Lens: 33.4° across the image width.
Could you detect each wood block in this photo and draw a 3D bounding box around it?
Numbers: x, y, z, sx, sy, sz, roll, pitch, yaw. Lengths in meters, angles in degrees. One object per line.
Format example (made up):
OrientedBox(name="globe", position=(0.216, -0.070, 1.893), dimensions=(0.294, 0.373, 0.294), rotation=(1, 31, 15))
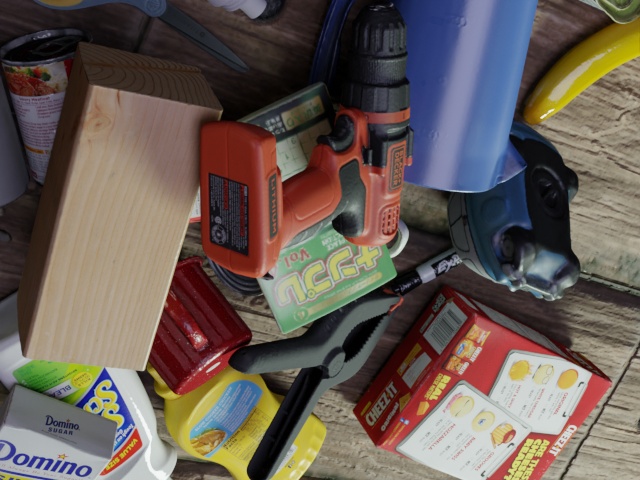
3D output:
OrientedBox(name="wood block", position=(-0.147, -0.021, 0.751), dimensions=(0.090, 0.090, 0.206), rotation=(9, 114, -23))

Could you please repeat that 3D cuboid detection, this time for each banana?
OrientedBox(name="banana", position=(0.270, -0.165, 0.969), dimensions=(0.197, 0.037, 0.069), rotation=(-22, 122, -11))

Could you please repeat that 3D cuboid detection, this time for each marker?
OrientedBox(name="marker", position=(0.121, 0.019, 1.014), dimensions=(0.121, 0.020, 0.020), rotation=(-28, 124, -7))

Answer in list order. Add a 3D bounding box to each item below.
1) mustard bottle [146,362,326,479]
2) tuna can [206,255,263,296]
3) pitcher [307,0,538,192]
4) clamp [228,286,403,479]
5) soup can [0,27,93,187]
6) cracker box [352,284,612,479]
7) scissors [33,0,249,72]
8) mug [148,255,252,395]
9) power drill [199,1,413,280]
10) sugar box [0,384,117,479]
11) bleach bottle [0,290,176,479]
OrientedBox(name="mustard bottle", position=(-0.085, 0.158, 0.975), dimensions=(0.096, 0.058, 0.191), rotation=(-49, 124, -2))
OrientedBox(name="tuna can", position=(-0.056, 0.001, 0.887), dimensions=(0.033, 0.086, 0.086), rotation=(-23, 129, -49))
OrientedBox(name="pitcher", position=(0.096, -0.170, 0.847), dimensions=(0.148, 0.145, 0.243), rotation=(-3, 114, -36))
OrientedBox(name="clamp", position=(-0.002, 0.114, 0.954), dimensions=(0.209, 0.036, 0.165), rotation=(-34, 141, -38))
OrientedBox(name="soup can", position=(-0.191, -0.097, 0.789), dimensions=(0.068, 0.069, 0.102), rotation=(-16, 122, -15))
OrientedBox(name="cracker box", position=(0.164, 0.157, 1.075), dimensions=(0.213, 0.072, 0.164), rotation=(26, 104, -33))
OrientedBox(name="scissors", position=(-0.146, -0.172, 0.800), dimensions=(0.096, 0.016, 0.201), rotation=(-38, 124, 1))
OrientedBox(name="mug", position=(-0.110, 0.069, 0.869), dimensions=(0.093, 0.081, 0.117), rotation=(-37, 169, -13))
OrientedBox(name="power drill", position=(-0.001, -0.064, 0.741), dimensions=(0.187, 0.057, 0.184), rotation=(-24, 122, -46))
OrientedBox(name="sugar box", position=(-0.249, 0.200, 0.892), dimensions=(0.093, 0.048, 0.176), rotation=(24, 129, -20))
OrientedBox(name="bleach bottle", position=(-0.188, 0.143, 0.922), dimensions=(0.102, 0.068, 0.250), rotation=(-30, 126, -2))
